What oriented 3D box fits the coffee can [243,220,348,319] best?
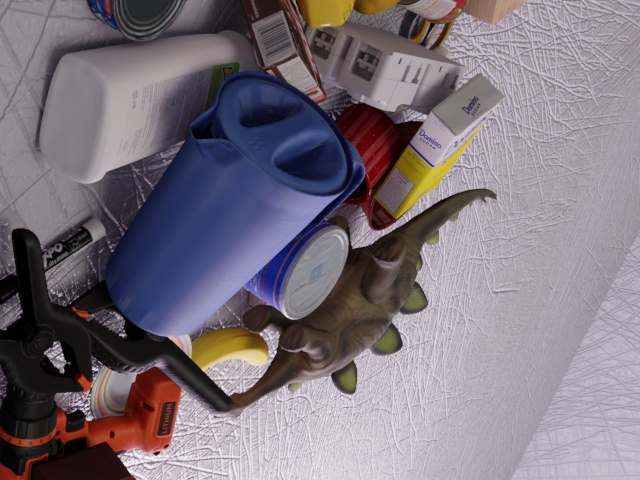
[{"bbox_3d":[-0.057,0.001,1.078,0.102,0.140,0.103,-42,149,-32],"label":"coffee can"}]

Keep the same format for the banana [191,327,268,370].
[{"bbox_3d":[-0.110,0.130,1.249,0.070,0.037,0.197,-50,158,24],"label":"banana"}]

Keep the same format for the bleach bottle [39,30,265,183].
[{"bbox_3d":[-0.123,-0.125,0.917,0.250,0.068,0.103,-25,143,-54],"label":"bleach bottle"}]

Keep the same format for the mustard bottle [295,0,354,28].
[{"bbox_3d":[-0.007,-0.285,0.931,0.191,0.058,0.096,78,11,-55],"label":"mustard bottle"}]

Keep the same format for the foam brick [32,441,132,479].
[{"bbox_3d":[-0.223,0.232,0.990,0.078,0.051,0.053,-13,131,-42],"label":"foam brick"}]

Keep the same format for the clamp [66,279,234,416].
[{"bbox_3d":[-0.161,0.094,1.023,0.036,0.164,0.209,-27,162,30],"label":"clamp"}]

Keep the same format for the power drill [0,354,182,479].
[{"bbox_3d":[-0.224,0.167,1.029,0.187,0.057,0.185,-13,130,-41],"label":"power drill"}]

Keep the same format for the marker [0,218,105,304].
[{"bbox_3d":[-0.235,0.018,0.915,0.120,0.020,0.020,-39,148,-36],"label":"marker"}]

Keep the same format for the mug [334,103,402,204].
[{"bbox_3d":[0.042,-0.092,1.214,0.081,0.093,0.117,-50,140,-30],"label":"mug"}]

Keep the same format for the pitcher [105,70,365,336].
[{"bbox_3d":[-0.082,-0.020,0.942,0.243,0.149,0.144,-46,-171,36],"label":"pitcher"}]

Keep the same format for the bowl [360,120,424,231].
[{"bbox_3d":[0.093,-0.092,1.336,0.162,0.055,0.162,-43,157,-24],"label":"bowl"}]

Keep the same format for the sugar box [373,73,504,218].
[{"bbox_3d":[0.131,-0.103,1.198,0.093,0.048,0.176,-39,172,-33],"label":"sugar box"}]

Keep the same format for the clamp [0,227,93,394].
[{"bbox_3d":[-0.238,0.068,0.886,0.120,0.039,0.171,-50,142,-4],"label":"clamp"}]

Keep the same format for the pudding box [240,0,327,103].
[{"bbox_3d":[-0.036,-0.184,0.957,0.039,0.113,0.090,-21,156,11],"label":"pudding box"}]

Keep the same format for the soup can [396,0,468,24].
[{"bbox_3d":[0.115,-0.281,1.170,0.102,0.069,0.068,3,115,-61],"label":"soup can"}]

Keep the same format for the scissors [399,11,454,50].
[{"bbox_3d":[0.094,-0.202,1.280,0.202,0.016,0.096,-55,149,2],"label":"scissors"}]

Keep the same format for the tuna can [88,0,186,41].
[{"bbox_3d":[-0.141,-0.202,0.832,0.086,0.034,0.086,-42,150,-32],"label":"tuna can"}]
